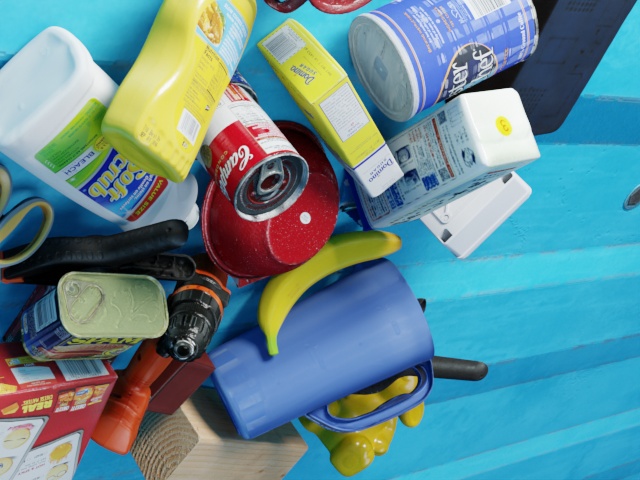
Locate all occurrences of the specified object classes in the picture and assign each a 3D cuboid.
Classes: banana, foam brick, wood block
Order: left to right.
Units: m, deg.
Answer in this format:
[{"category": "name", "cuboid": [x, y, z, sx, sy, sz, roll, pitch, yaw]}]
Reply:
[{"category": "foam brick", "cuboid": [-0.162, 0.139, 1.140, 0.078, 0.053, 0.051, -46, 146, 13]}, {"category": "wood block", "cuboid": [-0.121, 0.237, 1.262, 0.090, 0.091, 0.205, -49, 146, 15]}, {"category": "banana", "cuboid": [-0.002, 0.039, 1.167, 0.197, 0.069, 0.037, -40, -175, -13]}]

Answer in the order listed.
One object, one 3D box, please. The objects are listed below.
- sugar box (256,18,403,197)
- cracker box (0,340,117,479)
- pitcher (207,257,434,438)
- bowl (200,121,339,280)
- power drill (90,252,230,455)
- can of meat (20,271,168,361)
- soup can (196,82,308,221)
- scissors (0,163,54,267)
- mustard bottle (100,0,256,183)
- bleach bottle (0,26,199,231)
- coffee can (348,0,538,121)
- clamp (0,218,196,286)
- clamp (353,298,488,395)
[{"category": "sugar box", "cuboid": [0.012, -0.115, 0.966, 0.048, 0.093, 0.176, -37, 147, -2]}, {"category": "cracker box", "cuboid": [-0.300, 0.188, 0.968, 0.163, 0.072, 0.214, -5, 133, -45]}, {"category": "pitcher", "cuboid": [0.002, 0.135, 1.206, 0.242, 0.149, 0.145, -26, 133, -10]}, {"category": "bowl", "cuboid": [-0.034, -0.029, 1.014, 0.161, 0.055, 0.162, -23, 126, -37]}, {"category": "power drill", "cuboid": [-0.154, 0.113, 1.018, 0.057, 0.184, 0.188, 35, 108, -10]}, {"category": "can of meat", "cuboid": [-0.197, 0.068, 0.922, 0.101, 0.057, 0.084, 4, 158, -40]}, {"category": "soup can", "cuboid": [-0.064, -0.074, 0.867, 0.068, 0.102, 0.068, -26, 145, -20]}, {"category": "scissors", "cuboid": [-0.286, 0.016, 0.821, 0.201, 0.016, 0.096, -46, 129, -37]}, {"category": "mustard bottle", "cuboid": [-0.096, -0.146, 0.810, 0.191, 0.058, 0.096, -66, 158, -11]}, {"category": "bleach bottle", "cuboid": [-0.166, -0.069, 0.878, 0.102, 0.068, 0.250, -42, 149, 4]}, {"category": "coffee can", "cuboid": [0.111, -0.183, 0.972, 0.140, 0.103, 0.103, -28, 146, -17]}, {"category": "clamp", "cuboid": [-0.188, 0.018, 0.933, 0.171, 0.039, 0.120, -5, 156, 4]}, {"category": "clamp", "cuboid": [0.087, 0.146, 1.298, 0.209, 0.165, 0.036, -19, 125, -25]}]
